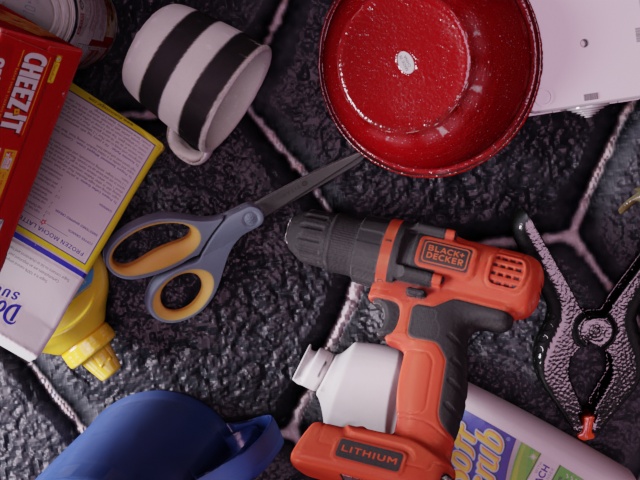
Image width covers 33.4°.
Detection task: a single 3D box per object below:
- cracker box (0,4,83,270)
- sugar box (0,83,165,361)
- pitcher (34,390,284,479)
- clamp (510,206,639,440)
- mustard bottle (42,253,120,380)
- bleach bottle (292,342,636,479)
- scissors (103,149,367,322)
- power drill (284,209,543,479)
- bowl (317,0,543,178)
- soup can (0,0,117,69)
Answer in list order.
[{"bbox_3d":[-0.260,-0.085,0.660,0.214,0.072,0.164,31,104,32],"label":"cracker box"},{"bbox_3d":[-0.190,-0.016,0.727,0.093,0.048,0.176,33,72,-13],"label":"sugar box"},{"bbox_3d":[-0.118,0.176,0.696,0.145,0.243,0.149,21,92,2],"label":"pitcher"},{"bbox_3d":[0.203,0.055,0.761,0.120,0.039,0.171,-5,101,10],"label":"clamp"},{"bbox_3d":[-0.210,0.022,0.769,0.096,0.058,0.191,-40,95,-19],"label":"mustard bottle"},{"bbox_3d":[0.093,0.152,0.770,0.251,0.068,0.102,27,97,2],"label":"bleach bottle"},{"bbox_3d":[-0.055,0.001,0.778,0.201,0.016,0.096,-15,119,-8],"label":"scissors"},{"bbox_3d":[0.043,0.073,0.721,0.184,0.057,0.187,13,69,16],"label":"power drill"},{"bbox_3d":[0.063,-0.119,0.712,0.162,0.055,0.162,4,101,23],"label":"bowl"},{"bbox_3d":[-0.183,-0.151,0.724,0.068,0.102,0.068,1,98,4],"label":"soup can"}]
